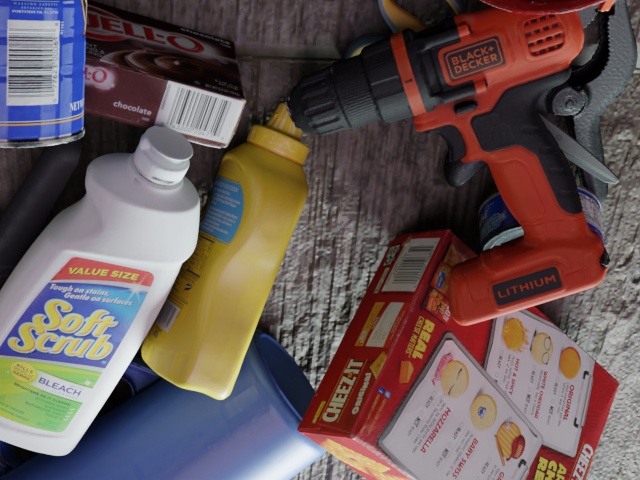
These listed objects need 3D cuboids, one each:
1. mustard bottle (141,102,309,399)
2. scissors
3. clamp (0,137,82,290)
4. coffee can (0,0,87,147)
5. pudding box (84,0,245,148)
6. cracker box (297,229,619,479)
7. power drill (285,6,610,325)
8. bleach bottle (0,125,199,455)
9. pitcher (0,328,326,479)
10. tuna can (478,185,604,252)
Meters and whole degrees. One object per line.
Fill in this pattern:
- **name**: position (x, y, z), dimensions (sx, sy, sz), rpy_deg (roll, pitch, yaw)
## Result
- **mustard bottle**: position (-0.054, 0.001, 0.697), dimensions (0.058, 0.096, 0.191), rpy_deg (22, 90, -22)
- **scissors**: position (0.096, -0.086, 0.695), dimensions (0.096, 0.016, 0.201), rpy_deg (-36, 105, 23)
- **clamp**: position (-0.201, 0.023, 0.723), dimensions (0.210, 0.036, 0.164), rpy_deg (-26, 136, 15)
- **coffee can**: position (-0.165, -0.124, 0.523), dimensions (0.102, 0.103, 0.140), rpy_deg (2, 105, -11)
- **pudding box**: position (-0.105, -0.102, 0.636), dimensions (0.113, 0.090, 0.039), rpy_deg (15, 119, -18)
- **cracker box**: position (0.106, 0.119, 0.771), dimensions (0.213, 0.072, 0.164), rpy_deg (39, 65, -28)
- **power drill**: position (0.090, -0.045, 0.666), dimensions (0.184, 0.057, 0.187), rpy_deg (-17, 107, 12)
- **bleach bottle**: position (-0.150, 0.029, 0.663), dimensions (0.102, 0.068, 0.251), rpy_deg (25, 125, -13)
- **pitcher**: position (-0.123, 0.161, 0.784), dimensions (0.243, 0.145, 0.149), rpy_deg (-35, 132, 8)
- **tuna can**: position (0.154, -0.006, 0.747), dimensions (0.086, 0.033, 0.086), rpy_deg (2, 151, 1)
